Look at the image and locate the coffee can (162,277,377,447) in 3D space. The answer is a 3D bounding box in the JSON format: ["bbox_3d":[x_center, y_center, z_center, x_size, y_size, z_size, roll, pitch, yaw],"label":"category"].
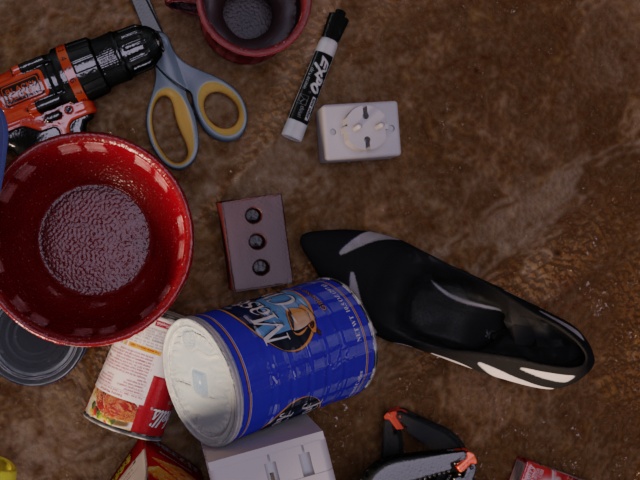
[{"bbox_3d":[-0.040,0.094,0.853,0.140,0.103,0.103,-15,92,-37],"label":"coffee can"}]

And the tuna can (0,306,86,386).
[{"bbox_3d":[-0.236,0.077,0.885,0.086,0.034,0.086,0,90,-9],"label":"tuna can"}]

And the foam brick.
[{"bbox_3d":[-0.056,0.001,0.904,0.053,0.051,0.078,-9,91,-9],"label":"foam brick"}]

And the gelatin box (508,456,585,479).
[{"bbox_3d":[0.198,0.247,0.952,0.073,0.030,0.089,21,86,-8],"label":"gelatin box"}]

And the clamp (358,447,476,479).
[{"bbox_3d":[0.039,0.238,0.883,0.164,0.036,0.210,44,85,-3],"label":"clamp"}]

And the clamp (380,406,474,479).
[{"bbox_3d":[0.114,0.218,0.924,0.120,0.039,0.171,-22,89,3],"label":"clamp"}]

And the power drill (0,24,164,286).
[{"bbox_3d":[-0.190,-0.069,0.879,0.184,0.057,0.187,-23,90,-1],"label":"power drill"}]

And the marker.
[{"bbox_3d":[-0.004,-0.145,0.929,0.020,0.020,0.121,22,86,-8],"label":"marker"}]

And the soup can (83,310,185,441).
[{"bbox_3d":[-0.146,0.106,0.881,0.068,0.068,0.102,20,86,-8],"label":"soup can"}]

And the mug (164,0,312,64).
[{"bbox_3d":[-0.071,-0.193,0.887,0.117,0.081,0.093,3,89,-9],"label":"mug"}]

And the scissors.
[{"bbox_3d":[-0.117,-0.162,0.912,0.096,0.016,0.202,-7,92,-6],"label":"scissors"}]

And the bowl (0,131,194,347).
[{"bbox_3d":[-0.177,-0.001,0.822,0.162,0.055,0.162,0,89,-5],"label":"bowl"}]
